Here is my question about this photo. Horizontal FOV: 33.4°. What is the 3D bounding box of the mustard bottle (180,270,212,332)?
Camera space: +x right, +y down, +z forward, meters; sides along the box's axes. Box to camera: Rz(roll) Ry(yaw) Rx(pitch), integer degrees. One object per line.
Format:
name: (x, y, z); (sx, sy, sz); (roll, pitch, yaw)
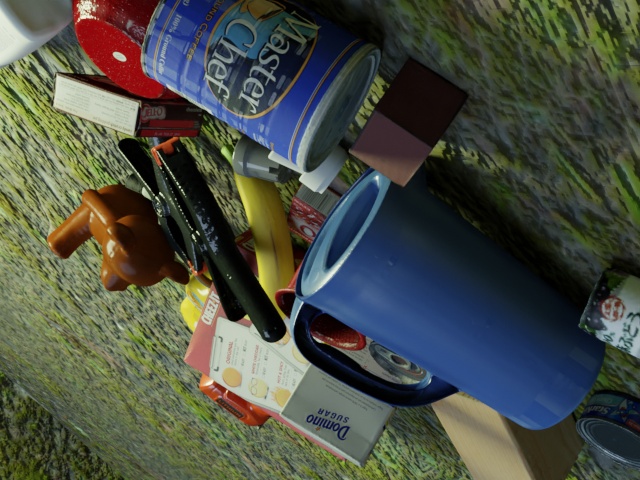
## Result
mustard bottle: (-0.125, 0.078, 1.336); (0.096, 0.058, 0.192); (38, 158, 5)

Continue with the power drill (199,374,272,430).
power drill: (-0.080, 0.180, 1.327); (0.184, 0.057, 0.188); (41, 157, -18)

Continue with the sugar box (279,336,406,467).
sugar box: (0.046, 0.118, 1.026); (0.093, 0.176, 0.048); (30, 171, 13)

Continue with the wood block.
wood block: (0.183, 0.170, 1.056); (0.091, 0.090, 0.206); (16, 150, 38)

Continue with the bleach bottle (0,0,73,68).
bleach bottle: (-0.309, -0.218, 1.010); (0.102, 0.068, 0.251); (58, 155, -17)

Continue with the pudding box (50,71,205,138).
pudding box: (-0.177, -0.124, 0.981); (0.114, 0.039, 0.089); (19, -167, 30)

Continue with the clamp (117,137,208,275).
clamp: (-0.160, -0.046, 1.112); (0.120, 0.039, 0.171); (4, 115, 65)

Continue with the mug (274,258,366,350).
mug: (0.023, 0.047, 0.968); (0.093, 0.081, 0.117); (13, 151, 37)

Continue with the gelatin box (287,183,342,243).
gelatin box: (0.013, -0.013, 1.008); (0.089, 0.030, 0.073); (33, 157, 6)

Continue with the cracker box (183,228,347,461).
cracker box: (-0.021, 0.107, 1.139); (0.214, 0.072, 0.164); (30, 117, 14)

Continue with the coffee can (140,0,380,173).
coffee can: (-0.042, -0.127, 0.768); (0.140, 0.102, 0.103); (32, 157, 9)

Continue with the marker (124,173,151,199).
marker: (-0.173, -0.045, 1.213); (0.121, 0.020, 0.020); (28, 156, 17)

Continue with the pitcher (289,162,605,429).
pitcher: (0.103, 0.060, 0.874); (0.242, 0.145, 0.149); (34, 140, -13)

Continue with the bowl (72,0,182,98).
bowl: (-0.153, -0.171, 0.897); (0.162, 0.055, 0.162); (29, 156, 14)

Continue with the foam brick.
foam brick: (0.062, -0.084, 0.775); (0.051, 0.053, 0.078); (35, 157, 1)

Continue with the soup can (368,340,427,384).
soup can: (0.098, 0.074, 0.967); (0.068, 0.102, 0.068); (29, 157, 14)

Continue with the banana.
banana: (-0.051, 0.003, 1.036); (0.070, 0.037, 0.198); (-142, 38, -63)

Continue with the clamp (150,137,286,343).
clamp: (-0.098, 0.002, 1.010); (0.210, 0.036, 0.165); (66, 164, -17)
